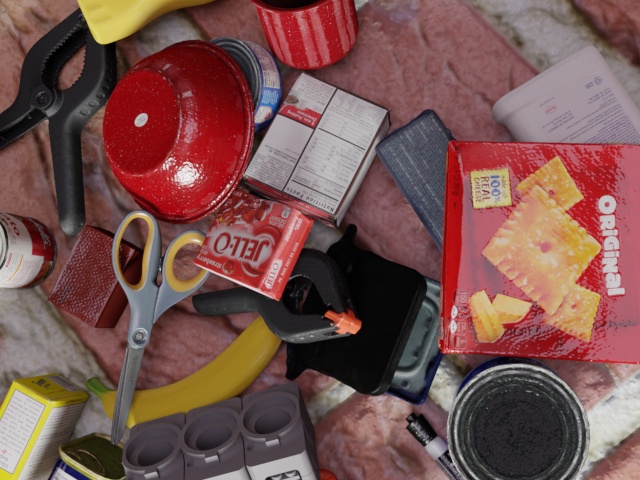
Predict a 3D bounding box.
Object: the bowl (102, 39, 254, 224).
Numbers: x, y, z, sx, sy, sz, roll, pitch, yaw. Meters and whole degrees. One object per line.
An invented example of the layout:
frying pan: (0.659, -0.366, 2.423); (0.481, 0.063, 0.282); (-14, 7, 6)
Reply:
bowl: (-0.134, -0.096, 0.909); (0.162, 0.055, 0.162); (-3, 84, 35)

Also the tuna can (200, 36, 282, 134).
tuna can: (-0.075, -0.132, 0.928); (0.086, 0.033, 0.086); (1, 92, 36)

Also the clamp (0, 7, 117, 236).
clamp: (-0.252, -0.120, 0.966); (0.165, 0.036, 0.210); (15, 81, 20)

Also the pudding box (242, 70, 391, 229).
pudding box: (-0.002, -0.078, 0.915); (0.090, 0.039, 0.113); (25, 77, 9)

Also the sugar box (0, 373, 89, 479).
sugar box: (-0.269, 0.204, 0.924); (0.048, 0.093, 0.176); (29, 91, 10)

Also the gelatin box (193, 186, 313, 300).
gelatin box: (-0.056, 0.001, 0.882); (0.089, 0.030, 0.073); (20, 83, 44)

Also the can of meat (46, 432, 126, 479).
can of meat: (-0.203, 0.218, 0.909); (0.057, 0.102, 0.084); (29, 93, 10)

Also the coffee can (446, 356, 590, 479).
coffee can: (0.152, 0.143, 0.835); (0.103, 0.140, 0.103); (-1, 86, 9)

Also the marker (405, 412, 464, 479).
marker: (0.114, 0.194, 0.899); (0.020, 0.020, 0.121); (-42, 81, 4)

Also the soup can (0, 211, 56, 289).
soup can: (-0.283, 0.008, 0.935); (0.068, 0.102, 0.068); (-1, 86, 9)

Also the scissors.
scissors: (-0.137, 0.073, 0.918); (0.096, 0.016, 0.202); (-3, 96, -14)

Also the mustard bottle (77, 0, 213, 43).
mustard bottle: (-0.125, -0.249, 0.938); (0.191, 0.058, 0.096); (-23, 70, -6)

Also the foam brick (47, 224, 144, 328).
foam brick: (-0.195, 0.032, 0.945); (0.053, 0.051, 0.078); (28, 91, 11)

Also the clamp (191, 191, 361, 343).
clamp: (-0.039, 0.043, 0.897); (0.172, 0.039, 0.120); (41, 105, 42)

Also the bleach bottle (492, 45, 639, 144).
bleach bottle: (0.247, -0.028, 0.872); (0.102, 0.068, 0.251); (-31, 84, 7)

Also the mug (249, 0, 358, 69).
mug: (-0.010, -0.210, 0.908); (0.093, 0.081, 0.117); (7, 61, 16)

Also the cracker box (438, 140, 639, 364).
cracker box: (0.200, 0.010, 0.809); (0.214, 0.072, 0.164); (2, 88, 8)

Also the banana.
banana: (-0.111, 0.121, 0.932); (0.198, 0.037, 0.069); (-21, 85, 7)
